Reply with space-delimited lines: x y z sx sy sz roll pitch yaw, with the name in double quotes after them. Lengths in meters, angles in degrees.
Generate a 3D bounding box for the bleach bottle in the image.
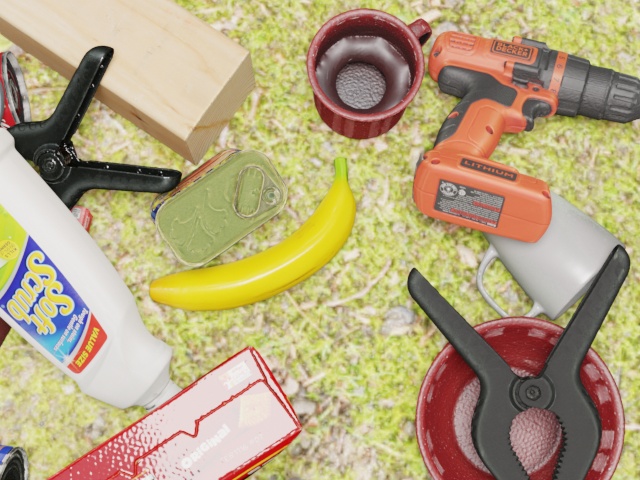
-0.193 0.040 0.816 0.103 0.068 0.250 -36 106 21 "bleach bottle"

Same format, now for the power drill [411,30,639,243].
0.160 -0.085 0.842 0.184 0.057 0.187 14 49 11 "power drill"

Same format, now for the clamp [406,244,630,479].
0.165 0.105 0.791 0.164 0.036 0.210 -14 84 9 "clamp"

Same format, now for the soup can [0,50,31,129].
-0.296 -0.112 0.873 0.102 0.068 0.068 -11 80 -2 "soup can"

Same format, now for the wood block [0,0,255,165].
-0.164 -0.162 0.872 0.206 0.091 0.090 34 82 5 "wood block"

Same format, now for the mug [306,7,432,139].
0.044 -0.139 0.875 0.117 0.081 0.093 -42 83 -7 "mug"

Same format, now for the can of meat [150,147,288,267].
-0.084 -0.030 0.847 0.102 0.084 0.057 -36 105 -7 "can of meat"

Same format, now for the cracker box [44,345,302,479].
-0.094 0.154 0.754 0.164 0.214 0.072 -33 82 -7 "cracker box"

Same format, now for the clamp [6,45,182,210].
-0.193 -0.057 0.827 0.172 0.039 0.120 -34 91 20 "clamp"

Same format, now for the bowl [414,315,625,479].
0.152 0.142 0.840 0.162 0.055 0.162 0 80 -1 "bowl"

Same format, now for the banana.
-0.042 0.012 0.872 0.197 0.037 0.070 -33 65 -8 "banana"
